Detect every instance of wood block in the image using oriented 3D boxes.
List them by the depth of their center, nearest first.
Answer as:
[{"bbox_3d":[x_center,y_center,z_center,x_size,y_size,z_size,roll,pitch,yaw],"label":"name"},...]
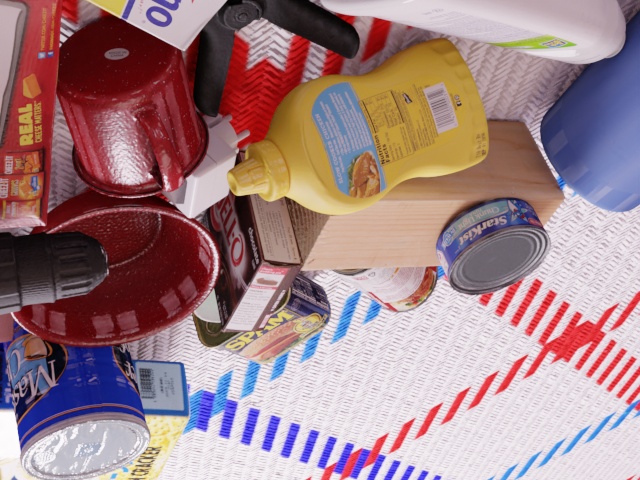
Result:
[{"bbox_3d":[0.077,-0.038,0.860,0.205,0.090,0.091,-1,141,-27],"label":"wood block"}]

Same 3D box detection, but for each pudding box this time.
[{"bbox_3d":[-0.055,0.001,0.825,0.039,0.113,0.090,2,140,-26],"label":"pudding box"}]

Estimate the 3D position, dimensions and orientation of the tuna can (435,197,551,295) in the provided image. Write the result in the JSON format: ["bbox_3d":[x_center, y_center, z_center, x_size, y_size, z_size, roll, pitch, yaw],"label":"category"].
[{"bbox_3d":[0.135,0.005,0.839,0.086,0.034,0.086,-14,146,-10],"label":"tuna can"}]

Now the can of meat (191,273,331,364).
[{"bbox_3d":[-0.051,0.066,0.975,0.102,0.057,0.083,-32,148,18],"label":"can of meat"}]

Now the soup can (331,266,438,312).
[{"bbox_3d":[0.053,0.017,0.947,0.069,0.068,0.102,-32,145,17],"label":"soup can"}]

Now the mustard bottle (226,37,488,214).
[{"bbox_3d":[0.023,-0.071,0.744,0.191,0.096,0.058,-22,-172,-24],"label":"mustard bottle"}]

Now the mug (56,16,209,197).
[{"bbox_3d":[-0.118,-0.080,0.676,0.093,0.117,0.081,-23,143,-13],"label":"mug"}]

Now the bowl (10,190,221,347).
[{"bbox_3d":[-0.159,0.011,0.805,0.162,0.055,0.162,-12,141,-11],"label":"bowl"}]

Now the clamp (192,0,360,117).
[{"bbox_3d":[-0.059,-0.146,0.678,0.120,0.039,0.171,-32,139,10],"label":"clamp"}]

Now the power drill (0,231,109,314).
[{"bbox_3d":[-0.212,-0.025,0.589,0.184,0.057,0.188,-9,133,-17],"label":"power drill"}]

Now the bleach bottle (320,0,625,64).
[{"bbox_3d":[0.121,-0.161,0.718,0.250,0.068,0.103,6,-177,-44],"label":"bleach bottle"}]

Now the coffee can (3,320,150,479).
[{"bbox_3d":[-0.205,0.112,0.881,0.102,0.140,0.103,-14,147,-10],"label":"coffee can"}]
